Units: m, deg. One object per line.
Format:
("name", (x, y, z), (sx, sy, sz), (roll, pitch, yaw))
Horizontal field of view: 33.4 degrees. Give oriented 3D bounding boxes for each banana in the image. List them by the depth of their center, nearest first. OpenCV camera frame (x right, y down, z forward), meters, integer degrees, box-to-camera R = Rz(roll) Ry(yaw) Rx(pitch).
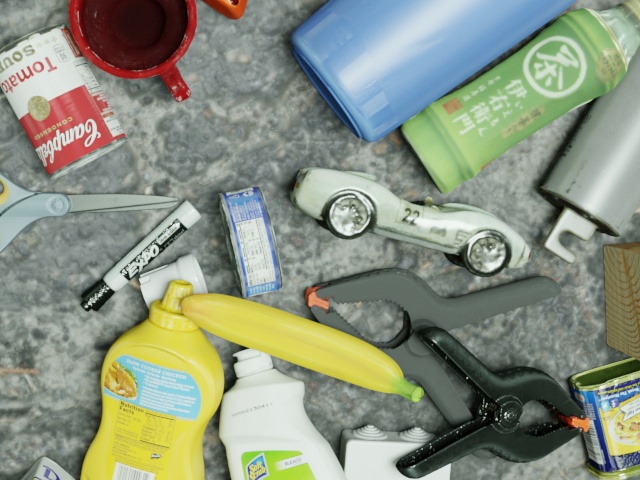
("banana", (-0.015, 0.078, 0.832), (0.197, 0.070, 0.037), (20, 80, -9))

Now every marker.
("marker", (-0.147, 0.014, 0.866), (0.121, 0.020, 0.020), (-42, 99, -1))

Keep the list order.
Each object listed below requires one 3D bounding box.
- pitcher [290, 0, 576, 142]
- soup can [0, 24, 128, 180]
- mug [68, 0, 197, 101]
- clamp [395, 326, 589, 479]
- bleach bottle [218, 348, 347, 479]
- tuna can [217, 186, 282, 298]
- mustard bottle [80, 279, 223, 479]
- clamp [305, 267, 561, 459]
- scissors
("pitcher", (0.094, -0.196, 0.833), (0.243, 0.149, 0.145), (-38, 114, 1))
("soup can", (-0.202, -0.107, 0.824), (0.068, 0.068, 0.102), (-28, 97, -4))
("mug", (-0.135, -0.159, 0.820), (0.093, 0.081, 0.117), (-35, 99, -2))
("clamp", (0.141, 0.129, 0.868), (0.171, 0.039, 0.120), (1, 99, -24))
("bleach bottle", (-0.014, 0.204, 0.842), (0.102, 0.068, 0.251), (-17, 82, 4))
("tuna can", (-0.056, 0.001, 0.844), (0.033, 0.086, 0.086), (-13, 97, -8))
("mustard bottle", (-0.127, 0.123, 0.842), (0.096, 0.058, 0.192), (15, 103, 11))
("clamp", (0.091, 0.072, 0.893), (0.210, 0.036, 0.164), (27, 92, -9))
("scissors", (-0.223, -0.011, 0.857), (0.201, 0.016, 0.096), (14, 95, -8))
